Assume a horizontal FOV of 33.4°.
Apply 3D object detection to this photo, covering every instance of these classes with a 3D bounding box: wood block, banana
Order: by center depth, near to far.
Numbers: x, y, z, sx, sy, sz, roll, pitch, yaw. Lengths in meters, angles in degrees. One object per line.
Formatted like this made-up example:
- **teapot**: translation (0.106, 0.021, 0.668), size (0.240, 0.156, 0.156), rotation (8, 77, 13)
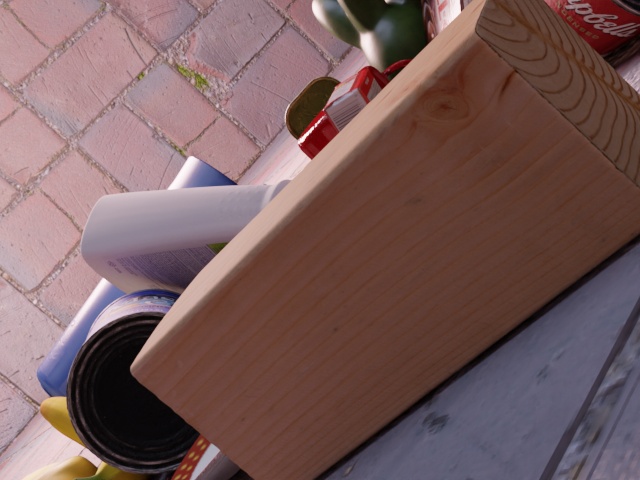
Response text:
- **wood block**: translation (0.028, 0.003, 0.430), size (0.206, 0.091, 0.090), rotation (-43, 9, 31)
- **banana**: translation (-0.163, 0.149, 0.794), size (0.198, 0.069, 0.037), rotation (16, 87, 68)

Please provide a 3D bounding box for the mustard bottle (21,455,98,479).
- **mustard bottle**: translation (-0.210, 0.210, 0.820), size (0.096, 0.058, 0.192), rotation (-47, 6, -28)

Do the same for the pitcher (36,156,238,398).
- **pitcher**: translation (-0.130, 0.057, 0.932), size (0.243, 0.145, 0.149), rotation (-53, -19, -8)

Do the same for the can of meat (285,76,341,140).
- **can of meat**: translation (0.021, -0.088, 0.885), size (0.057, 0.102, 0.084), rotation (-48, 6, 7)

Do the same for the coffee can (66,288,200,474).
- **coffee can**: translation (-0.115, 0.090, 0.726), size (0.103, 0.103, 0.140), rotation (-48, 8, -3)

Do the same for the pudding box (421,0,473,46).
- **pudding box**: translation (0.111, -0.182, 0.846), size (0.039, 0.113, 0.090), rotation (-8, -1, -11)

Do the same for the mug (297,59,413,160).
- **mug**: translation (0.046, -0.082, 0.785), size (0.117, 0.081, 0.093), rotation (-48, 8, 2)

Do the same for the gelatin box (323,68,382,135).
- **gelatin box**: translation (0.039, -0.061, 0.688), size (0.030, 0.089, 0.073), rotation (-29, 13, 16)

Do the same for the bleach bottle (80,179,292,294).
- **bleach bottle**: translation (-0.055, 0.001, 0.760), size (0.251, 0.102, 0.068), rotation (-4, 60, 39)
